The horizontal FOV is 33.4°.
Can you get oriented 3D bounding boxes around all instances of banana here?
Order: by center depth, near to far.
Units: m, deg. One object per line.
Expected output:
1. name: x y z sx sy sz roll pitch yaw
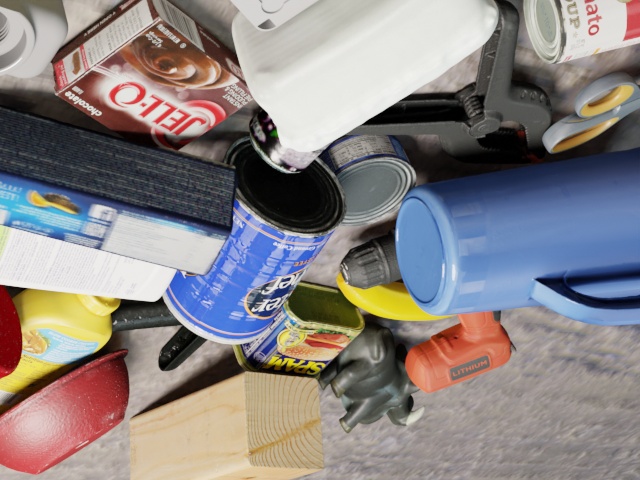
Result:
1. banana: 0.098 0.050 1.057 0.197 0.037 0.070 -4 123 -25

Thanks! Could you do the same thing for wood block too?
1. wood block: -0.098 0.200 1.057 0.090 0.090 0.207 13 153 -38

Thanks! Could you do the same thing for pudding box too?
1. pudding box: -0.111 -0.109 0.720 0.090 0.039 0.113 -32 144 18

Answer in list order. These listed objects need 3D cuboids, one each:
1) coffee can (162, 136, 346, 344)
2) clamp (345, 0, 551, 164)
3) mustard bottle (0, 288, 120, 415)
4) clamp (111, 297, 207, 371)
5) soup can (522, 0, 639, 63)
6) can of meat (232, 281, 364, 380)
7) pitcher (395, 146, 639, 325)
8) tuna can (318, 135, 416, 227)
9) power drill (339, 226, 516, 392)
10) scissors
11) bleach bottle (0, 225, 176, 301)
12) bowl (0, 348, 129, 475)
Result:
1. coffee can: -0.056 0.001 0.845 0.102 0.103 0.140 4 139 -32
2. clamp: 0.114 -0.101 0.850 0.165 0.036 0.209 -25 151 22
3. mustard bottle: -0.234 0.080 0.901 0.192 0.058 0.096 -36 144 22
4. clamp: -0.102 0.070 0.976 0.171 0.039 0.120 -16 153 5
5. soup can: 0.207 -0.172 0.773 0.102 0.068 0.068 -15 146 -7
6. can of meat: -0.020 0.087 1.025 0.101 0.057 0.084 13 131 -39
7. pitcher: 0.195 0.001 0.889 0.242 0.145 0.149 -8 180 -19
8. tuna can: 0.034 -0.051 0.881 0.086 0.034 0.086 -14 145 -10
9. power drill: 0.112 0.055 1.004 0.184 0.057 0.187 -18 129 -12
10. scissors: 0.272 -0.129 0.875 0.201 0.016 0.096 -27 159 -9
11. bleach bottle: -0.225 -0.014 0.774 0.250 0.068 0.103 8 128 -30
12. bowl: -0.229 0.162 0.956 0.162 0.055 0.162 -33 175 -4
